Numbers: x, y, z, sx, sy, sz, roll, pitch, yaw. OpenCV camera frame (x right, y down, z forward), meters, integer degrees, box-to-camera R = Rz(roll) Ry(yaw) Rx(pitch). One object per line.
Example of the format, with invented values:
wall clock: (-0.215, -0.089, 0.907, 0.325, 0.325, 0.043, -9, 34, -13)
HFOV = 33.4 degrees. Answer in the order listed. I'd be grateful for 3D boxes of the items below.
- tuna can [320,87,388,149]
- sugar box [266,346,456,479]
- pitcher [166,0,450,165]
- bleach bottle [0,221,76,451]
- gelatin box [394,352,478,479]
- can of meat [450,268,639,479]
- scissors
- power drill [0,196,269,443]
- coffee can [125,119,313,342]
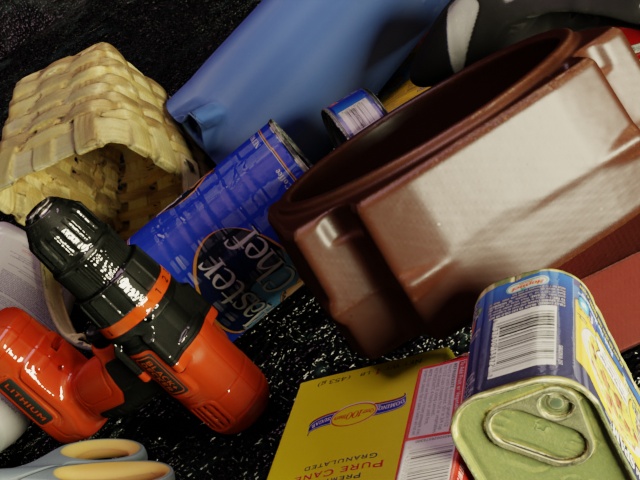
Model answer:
tuna can: (0.036, -0.061, 0.731, 0.033, 0.086, 0.086, -31, 24, -3)
sugar box: (0.015, 0.130, 0.495, 0.093, 0.048, 0.176, -19, 26, 27)
pitcher: (0.002, -0.154, 0.874, 0.243, 0.145, 0.149, -47, 24, 13)
bleach bottle: (-0.260, 0.083, 0.838, 0.068, 0.102, 0.251, -46, 19, 20)
gelatin box: (0.064, 0.104, 0.453, 0.030, 0.073, 0.089, -18, 26, 25)
can of meat: (0.098, 0.073, 0.438, 0.058, 0.102, 0.084, -20, 24, 24)
scissors: (-0.187, 0.138, 0.636, 0.201, 0.016, 0.096, 2, 7, -5)
power drill: (-0.145, 0.062, 0.669, 0.188, 0.184, 0.057, -19, 29, 46)
coffee can: (-0.055, 0.001, 0.728, 0.140, 0.102, 0.103, -39, 24, 5)
